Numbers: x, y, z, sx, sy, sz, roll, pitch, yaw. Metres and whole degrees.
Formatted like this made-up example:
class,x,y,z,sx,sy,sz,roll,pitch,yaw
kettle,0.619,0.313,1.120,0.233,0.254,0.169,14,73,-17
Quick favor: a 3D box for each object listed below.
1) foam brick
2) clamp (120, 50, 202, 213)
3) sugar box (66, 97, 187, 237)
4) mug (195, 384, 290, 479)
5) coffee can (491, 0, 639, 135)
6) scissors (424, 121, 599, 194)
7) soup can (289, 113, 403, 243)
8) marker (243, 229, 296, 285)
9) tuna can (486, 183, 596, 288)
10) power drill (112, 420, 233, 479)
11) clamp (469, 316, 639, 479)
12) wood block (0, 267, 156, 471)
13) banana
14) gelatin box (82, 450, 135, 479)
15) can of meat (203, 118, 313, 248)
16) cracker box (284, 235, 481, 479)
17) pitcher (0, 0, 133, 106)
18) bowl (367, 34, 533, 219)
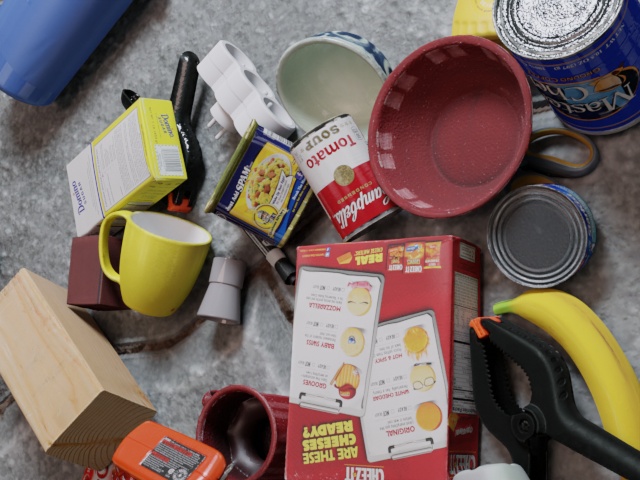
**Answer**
class,x,y,z,sx,sy,sz,roll,pitch,yaw
foam brick,-0.240,0.037,1.175,0.051,0.052,0.078,-5,76,33
clamp,-0.159,-0.118,1.158,0.120,0.039,0.171,-35,67,40
sugar box,-0.213,-0.074,1.154,0.177,0.048,0.093,-30,67,48
mug,-0.064,0.179,1.004,0.117,0.081,0.093,32,98,35
coffee can,0.209,-0.158,0.848,0.103,0.140,0.103,-12,66,27
scissors,0.149,-0.065,0.953,0.202,0.016,0.096,6,83,35
soup can,0.025,-0.057,0.985,0.069,0.068,0.102,-33,84,24
marker,-0.057,0.001,1.077,0.020,0.020,0.121,-50,57,15
tuna can,0.185,-0.005,0.890,0.086,0.033,0.086,5,100,30
power drill,-0.121,0.250,0.978,0.185,0.187,0.057,14,49,35
clamp,0.172,0.157,0.860,0.165,0.036,0.210,-54,51,33
wood block,-0.276,0.135,1.135,0.090,0.090,0.206,-47,52,4
banana,0.217,0.104,0.860,0.198,0.037,0.070,57,138,32
gelatin box,-0.219,0.263,1.123,0.073,0.030,0.089,18,90,36
can of meat,-0.053,-0.054,1.041,0.084,0.057,0.102,28,98,-8
cracker box,0.057,0.109,0.944,0.164,0.072,0.214,-5,78,34
pitcher,-0.303,-0.286,1.245,0.243,0.144,0.149,-49,26,19
bowl,0.122,-0.094,0.932,0.162,0.055,0.162,-8,76,35
